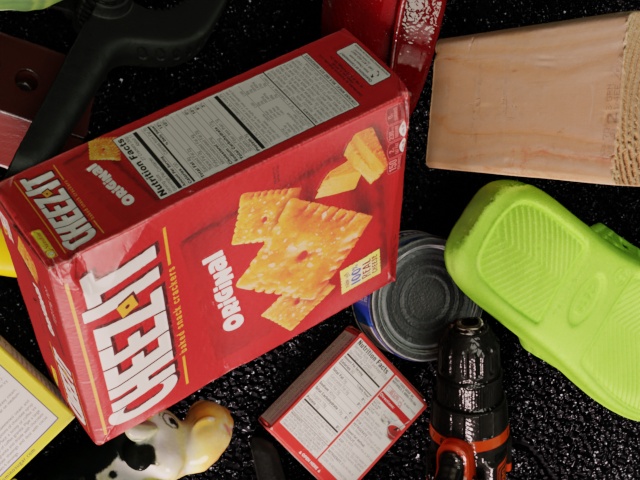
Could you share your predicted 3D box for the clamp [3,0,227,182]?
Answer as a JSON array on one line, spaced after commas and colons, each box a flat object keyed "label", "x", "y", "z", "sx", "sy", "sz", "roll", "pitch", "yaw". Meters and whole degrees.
[{"label": "clamp", "x": -0.133, "y": -0.136, "z": 0.590, "sx": 0.209, "sy": 0.036, "sz": 0.164, "roll": -36, "pitch": 85, "yaw": -36}]

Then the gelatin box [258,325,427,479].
[{"label": "gelatin box", "x": 0.016, "y": 0.113, "z": 0.706, "sx": 0.089, "sy": 0.030, "sz": 0.073, "roll": -46, "pitch": 108, "yaw": -10}]

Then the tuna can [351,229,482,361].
[{"label": "tuna can", "x": 0.066, "y": 0.037, "z": 0.713, "sx": 0.086, "sy": 0.034, "sz": 0.086, "roll": -2, "pitch": 97, "yaw": -20}]

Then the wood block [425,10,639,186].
[{"label": "wood block", "x": 0.153, "y": -0.080, "z": 0.639, "sx": 0.090, "sy": 0.206, "sz": 0.090, "roll": 2, "pitch": 96, "yaw": -21}]

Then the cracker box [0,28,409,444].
[{"label": "cracker box", "x": -0.054, "y": 0.001, "z": 0.590, "sx": 0.213, "sy": 0.072, "sz": 0.164, "roll": -28, "pitch": 145, "yaw": -23}]

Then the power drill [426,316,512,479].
[{"label": "power drill", "x": 0.072, "y": 0.161, "z": 0.655, "sx": 0.187, "sy": 0.057, "sz": 0.184, "roll": -42, "pitch": 133, "yaw": -53}]

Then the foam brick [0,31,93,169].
[{"label": "foam brick", "x": -0.169, "y": -0.075, "z": 0.592, "sx": 0.078, "sy": 0.051, "sz": 0.053, "roll": 17, "pitch": 55, "yaw": -22}]

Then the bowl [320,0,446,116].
[{"label": "bowl", "x": 0.040, "y": -0.151, "z": 0.638, "sx": 0.055, "sy": 0.162, "sz": 0.162, "roll": 14, "pitch": 91, "yaw": 11}]

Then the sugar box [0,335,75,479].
[{"label": "sugar box", "x": -0.234, "y": 0.068, "z": 0.599, "sx": 0.093, "sy": 0.048, "sz": 0.176, "roll": -44, "pitch": 106, "yaw": -9}]
